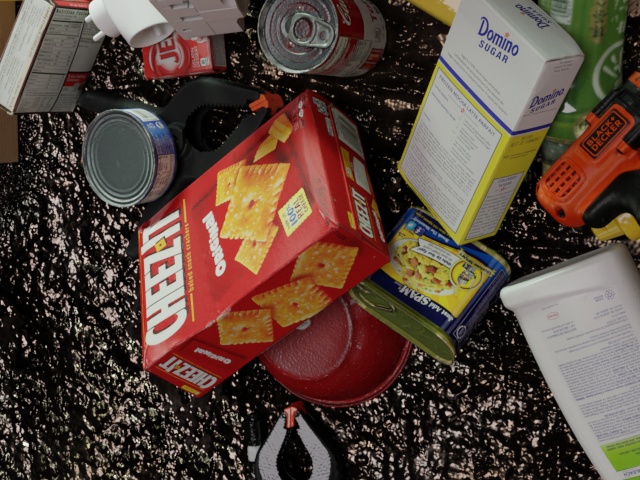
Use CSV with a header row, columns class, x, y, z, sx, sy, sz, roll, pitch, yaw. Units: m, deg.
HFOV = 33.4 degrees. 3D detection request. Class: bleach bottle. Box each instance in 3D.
class,x,y,z,sx,sy,sz,roll,pitch,yaw
bleach bottle,0.228,0.134,0.793,0.103,0.068,0.251,-23,88,26

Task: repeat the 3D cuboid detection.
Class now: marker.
class,x,y,z,sx,sy,sz,roll,pitch,yaw
marker,-0.055,0.216,0.965,0.020,0.020,0.121,-4,94,26

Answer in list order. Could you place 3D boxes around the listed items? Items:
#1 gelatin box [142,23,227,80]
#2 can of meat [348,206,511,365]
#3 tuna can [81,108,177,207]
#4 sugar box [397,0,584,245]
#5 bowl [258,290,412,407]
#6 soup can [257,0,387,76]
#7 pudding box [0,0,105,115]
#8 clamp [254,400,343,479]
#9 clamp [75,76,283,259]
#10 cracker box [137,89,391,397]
class,x,y,z,sx,sy,sz,roll,pitch,yaw
gelatin box,-0.123,-0.189,0.944,0.073,0.030,0.089,-2,95,27
can of meat,0.086,0.033,0.834,0.102,0.057,0.084,34,73,18
tuna can,-0.167,-0.073,0.939,0.086,0.033,0.086,7,102,32
sugar box,0.119,-0.091,0.778,0.093,0.048,0.176,54,141,30
bowl,-0.004,0.068,0.903,0.162,0.055,0.162,3,97,26
soup can,0.004,-0.164,0.844,0.069,0.102,0.068,3,98,26
pudding box,-0.245,-0.171,0.973,0.039,0.089,0.114,33,109,18
clamp,-0.027,0.231,0.936,0.120,0.039,0.171,-12,88,6
clamp,-0.128,-0.096,0.954,0.210,0.036,0.164,-28,84,30
cracker box,-0.056,0.001,0.866,0.214,0.072,0.164,-36,41,25
